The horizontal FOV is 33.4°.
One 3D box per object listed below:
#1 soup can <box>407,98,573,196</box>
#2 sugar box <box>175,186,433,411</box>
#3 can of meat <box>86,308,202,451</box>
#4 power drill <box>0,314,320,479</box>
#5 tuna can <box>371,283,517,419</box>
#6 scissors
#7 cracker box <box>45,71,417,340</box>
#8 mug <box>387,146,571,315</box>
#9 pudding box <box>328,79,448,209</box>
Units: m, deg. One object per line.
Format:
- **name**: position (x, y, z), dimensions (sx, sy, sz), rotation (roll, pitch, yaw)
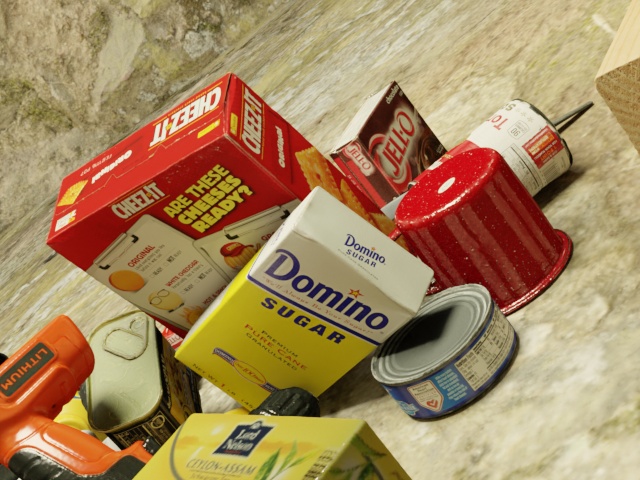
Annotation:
- **soup can**: position (0.124, -0.047, 0.777), dimensions (0.102, 0.068, 0.068), rotation (-39, 17, -6)
- **sugar box**: position (-0.016, 0.050, 0.690), dimensions (0.176, 0.093, 0.048), rotation (-47, 10, 47)
- **can of meat**: position (-0.126, 0.115, 0.782), dimensions (0.057, 0.084, 0.102), rotation (-23, 44, 7)
- **power drill**: position (-0.116, 0.124, 0.670), dimensions (0.188, 0.057, 0.184), rotation (29, 53, 22)
- **tuna can**: position (0.075, 0.067, 0.644), dimensions (0.086, 0.033, 0.086), rotation (-34, 18, 12)
- **scissors**: position (0.126, -0.053, 0.864), dimensions (0.201, 0.016, 0.096), rotation (-27, -12, -22)
- **cracker box**: position (-0.055, 0.001, 0.753), dimensions (0.164, 0.213, 0.072), rotation (-28, 41, 27)
- **mug**: position (0.093, -0.002, 0.701), dimensions (0.117, 0.081, 0.093), rotation (-27, 21, 33)
- **pudding box**: position (0.062, -0.075, 0.931), dimensions (0.039, 0.090, 0.113), rotation (-27, 20, 34)
